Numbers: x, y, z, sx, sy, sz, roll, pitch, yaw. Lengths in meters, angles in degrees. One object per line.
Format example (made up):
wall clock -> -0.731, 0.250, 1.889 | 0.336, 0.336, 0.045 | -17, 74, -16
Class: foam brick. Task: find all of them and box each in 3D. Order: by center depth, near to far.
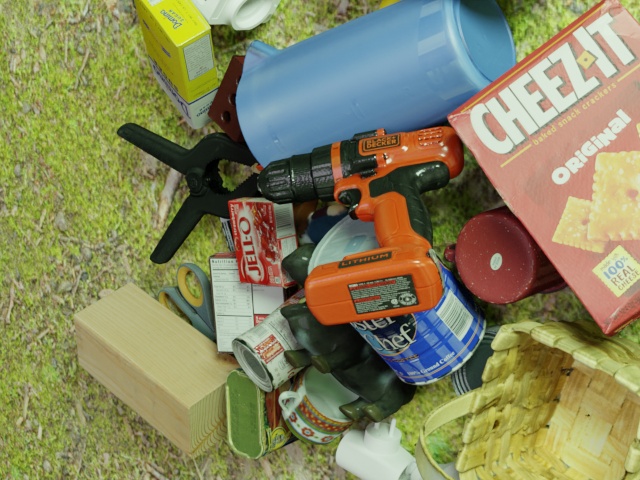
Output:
foam brick -> -0.074, -0.149, 1.120 | 0.053, 0.051, 0.078 | 44, 125, 25

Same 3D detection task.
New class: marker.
marker -> -0.098, -0.004, 1.196 | 0.020, 0.020, 0.121 | -18, 88, 42

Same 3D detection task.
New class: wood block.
wood block -> -0.187, 0.148, 1.248 | 0.206, 0.090, 0.090 | 31, 136, 31

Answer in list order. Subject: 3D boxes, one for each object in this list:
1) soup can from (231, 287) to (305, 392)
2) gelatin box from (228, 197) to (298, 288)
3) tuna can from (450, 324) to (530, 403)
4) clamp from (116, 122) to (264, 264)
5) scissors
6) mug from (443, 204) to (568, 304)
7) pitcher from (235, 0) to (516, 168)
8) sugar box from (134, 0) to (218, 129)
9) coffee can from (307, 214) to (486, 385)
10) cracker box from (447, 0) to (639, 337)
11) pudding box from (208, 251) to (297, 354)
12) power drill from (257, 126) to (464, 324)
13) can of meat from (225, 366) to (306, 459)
soup can -> -0.032, 0.099, 1.094 | 0.069, 0.102, 0.068 | 43, 155, 25
gelatin box -> -0.057, 0.001, 1.088 | 0.073, 0.030, 0.089 | 4, 105, 48
tuna can -> 0.164, 0.122, 0.990 | 0.086, 0.033, 0.086 | 10, 106, 39
clamp -> -0.130, -0.055, 1.173 | 0.210, 0.036, 0.164 | -2, 102, 33
scissors -> -0.117, 0.100, 1.238 | 0.202, 0.016, 0.096 | 34, 121, 30
mug -> 0.161, 0.009, 0.935 | 0.117, 0.081, 0.093 | 2, 101, 40
pitcher -> 0.056, -0.135, 0.973 | 0.243, 0.149, 0.145 | -17, 68, 38
sugar box -> -0.148, -0.196, 1.115 | 0.093, 0.048, 0.176 | 54, 164, 18
coffee can -> 0.070, 0.048, 0.966 | 0.103, 0.102, 0.140 | -16, 127, 42
cracker box -> 0.226, -0.057, 0.830 | 0.164, 0.072, 0.214 | -37, 74, 11
pudding box -> -0.071, 0.067, 1.162 | 0.090, 0.039, 0.113 | 0, 98, 23
power drill -> 0.030, -0.018, 0.882 | 0.184, 0.187, 0.057 | -11, 133, 14
can of meat -> -0.056, 0.178, 1.158 | 0.058, 0.083, 0.102 | 7, 104, 40
